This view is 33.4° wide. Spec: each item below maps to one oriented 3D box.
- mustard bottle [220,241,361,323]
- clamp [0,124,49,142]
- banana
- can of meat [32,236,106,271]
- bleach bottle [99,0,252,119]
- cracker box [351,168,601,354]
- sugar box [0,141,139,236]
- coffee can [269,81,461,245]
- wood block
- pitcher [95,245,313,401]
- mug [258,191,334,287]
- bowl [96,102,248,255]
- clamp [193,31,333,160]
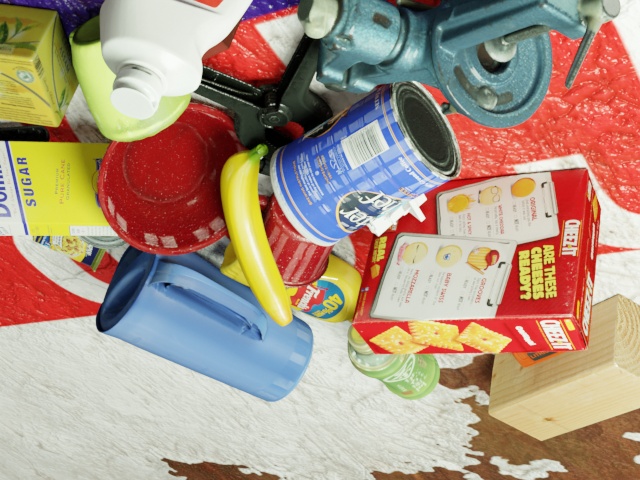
[{"bbox_3d":[-0.012,0.046,1.219,0.191,0.058,0.096,28,140,-19],"label":"mustard bottle"},{"bbox_3d":[-0.385,-0.109,1.132,0.172,0.039,0.120,-10,160,36],"label":"clamp"},{"bbox_3d":[-0.067,-0.008,1.053,0.070,0.037,0.198,34,140,53],"label":"banana"},{"bbox_3d":[-0.281,-0.018,1.237,0.084,0.057,0.102,25,146,-11],"label":"can of meat"},{"bbox_3d":[-0.082,-0.182,0.732,0.102,0.250,0.068,30,144,-21],"label":"bleach bottle"},{"bbox_3d":[0.151,0.024,1.021,0.214,0.164,0.072,-4,144,28],"label":"cracker box"},{"bbox_3d":[-0.276,-0.053,1.099,0.176,0.093,0.048,0,161,-13],"label":"sugar box"},{"bbox_3d":[0.040,-0.070,0.956,0.141,0.103,0.102,-29,128,30],"label":"coffee can"},{"bbox_3d":[0.295,0.150,1.217,0.090,0.090,0.206,28,145,-20],"label":"wood block"},{"bbox_3d":[-0.125,0.095,1.246,0.242,0.149,0.145,30,109,-24],"label":"pitcher"},{"bbox_3d":[-0.034,-0.016,1.112,0.117,0.093,0.082,25,142,-3],"label":"mug"},{"bbox_3d":[-0.147,-0.068,1.063,0.162,0.055,0.162,-10,119,-20],"label":"bowl"},{"bbox_3d":[-0.054,-0.126,0.980,0.164,0.036,0.210,-6,149,8],"label":"clamp"}]
